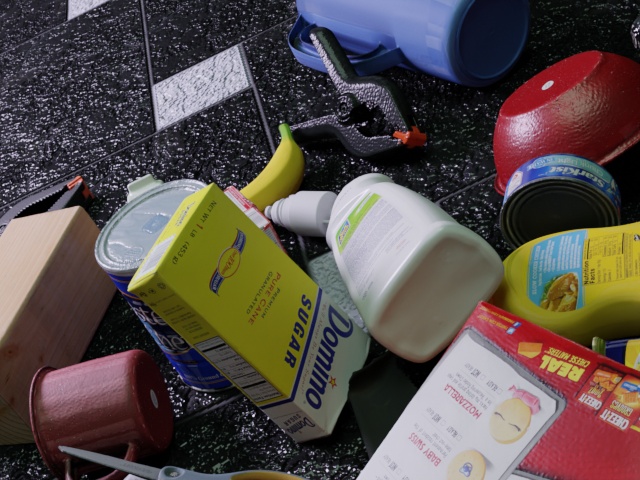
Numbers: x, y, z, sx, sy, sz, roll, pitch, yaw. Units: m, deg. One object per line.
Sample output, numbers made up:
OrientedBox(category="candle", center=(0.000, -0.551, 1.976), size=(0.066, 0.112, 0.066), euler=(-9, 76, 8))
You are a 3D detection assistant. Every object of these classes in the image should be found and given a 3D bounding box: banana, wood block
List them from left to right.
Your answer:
OrientedBox(category="wood block", center=(-0.266, 0.075, 0.961), size=(0.091, 0.090, 0.206), euler=(-9, 40, 26))
OrientedBox(category="banana", center=(-0.080, -0.035, 1.005), size=(0.197, 0.037, 0.070), euler=(-39, 48, -22))

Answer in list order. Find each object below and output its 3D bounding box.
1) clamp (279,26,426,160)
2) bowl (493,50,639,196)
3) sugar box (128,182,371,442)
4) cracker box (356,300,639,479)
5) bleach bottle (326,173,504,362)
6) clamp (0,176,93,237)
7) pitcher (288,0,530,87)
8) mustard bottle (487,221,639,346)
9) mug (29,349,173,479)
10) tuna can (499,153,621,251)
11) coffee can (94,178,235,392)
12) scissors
OrientedBox(category="clamp", center=(0.026, -0.118, 1.022), size=(0.039, 0.120, 0.172), euler=(-5, 37, -41))
OrientedBox(category="bowl", center=(0.197, -0.104, 0.855), size=(0.162, 0.055, 0.162), euler=(-33, 16, 10))
OrientedBox(category="sugar box", center=(-0.045, 0.053, 0.759), size=(0.048, 0.176, 0.093), euler=(-26, 27, 47))
OrientedBox(category="cracker box", center=(0.095, 0.155, 0.563), size=(0.213, 0.072, 0.164), euler=(-55, 35, -7))
OrientedBox(category="bleach bottle", center=(0.056, -0.003, 0.826), size=(0.103, 0.068, 0.251), euler=(-51, 20, 10))
OrientedBox(category="clamp", center=(-0.342, 0.000, 1.152), size=(0.209, 0.036, 0.165), euler=(-43, 38, -23))
OrientedBox(category="pitcher", center=(0.085, -0.227, 1.076), size=(0.144, 0.149, 0.243), euler=(1, 21, -37))
OrientedBox(category="mustard bottle", center=(0.184, 0.031, 0.733), size=(0.192, 0.058, 0.096), euler=(-10, 40, 24))
OrientedBox(category="mug", center=(-0.164, 0.140, 0.811), size=(0.081, 0.093, 0.117), euler=(-16, 40, 9))
OrientedBox(category="tuna can", center=(0.176, -0.022, 0.782), size=(0.086, 0.086, 0.033), euler=(-9, 38, 26))
OrientedBox(category="coffee can", center=(-0.100, 0.037, 0.849), size=(0.103, 0.140, 0.103), euler=(-18, 36, 14))
OrientedBox(category="scissors", center=(-0.097, 0.171, 0.713), size=(0.202, 0.016, 0.096), euler=(5, 18, 8))
